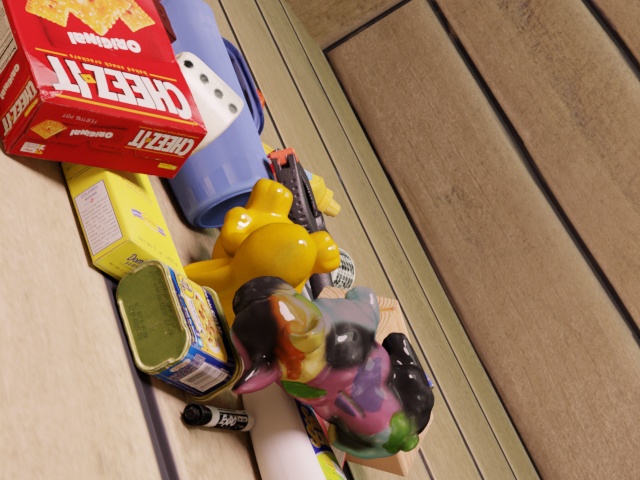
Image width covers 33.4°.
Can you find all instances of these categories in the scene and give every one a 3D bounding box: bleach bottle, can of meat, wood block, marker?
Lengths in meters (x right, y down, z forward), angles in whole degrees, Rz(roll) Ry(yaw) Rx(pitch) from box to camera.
[{"bbox_3d":[-0.032,0.178,0.997,0.102,0.068,0.251,47,13,-49],"label":"bleach bottle"},{"bbox_3d":[-0.118,0.074,0.884,0.083,0.057,0.102,41,21,-57],"label":"can of meat"},{"bbox_3d":[0.049,0.155,1.153,0.090,0.091,0.206,-59,145,-33],"label":"wood block"},{"bbox_3d":[-0.087,0.152,0.917,0.020,0.020,0.121,63,10,19],"label":"marker"}]

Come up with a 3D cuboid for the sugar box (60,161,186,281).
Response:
[{"bbox_3d":[-0.181,-0.041,0.939,0.093,0.048,0.176,44,20,-57],"label":"sugar box"}]

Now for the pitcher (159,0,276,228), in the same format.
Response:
[{"bbox_3d":[-0.134,-0.142,1.212,0.145,0.149,0.243,83,-16,-74],"label":"pitcher"}]

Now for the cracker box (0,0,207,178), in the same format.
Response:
[{"bbox_3d":[-0.207,-0.164,0.916,0.163,0.072,0.214,6,48,-43],"label":"cracker box"}]

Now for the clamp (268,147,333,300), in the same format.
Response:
[{"bbox_3d":[-0.012,-0.006,1.196,0.164,0.036,0.210,-95,168,-51],"label":"clamp"}]
